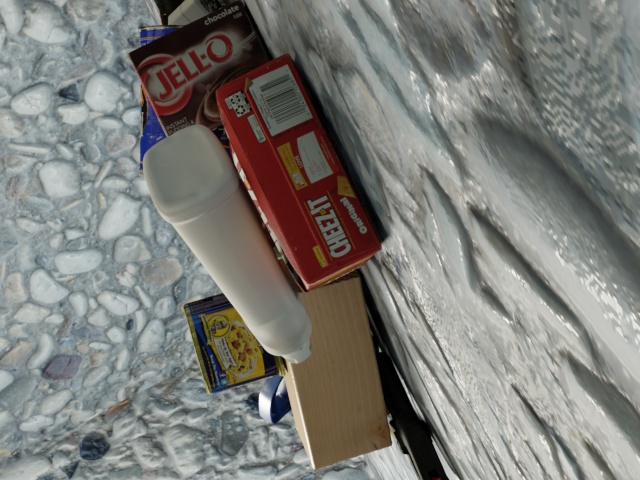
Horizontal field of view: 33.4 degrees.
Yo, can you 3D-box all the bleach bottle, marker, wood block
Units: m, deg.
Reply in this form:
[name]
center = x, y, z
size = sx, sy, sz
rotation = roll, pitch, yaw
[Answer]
[bleach bottle]
center = -0.062, 0.024, 0.900
size = 0.250, 0.068, 0.103
rotation = 62, 178, -41
[marker]
center = -0.111, -0.248, 1.083
size = 0.121, 0.020, 0.020
rotation = 58, 173, 47
[wood block]
center = 0.006, 0.121, 1.120
size = 0.090, 0.090, 0.206
rotation = -123, 19, -64

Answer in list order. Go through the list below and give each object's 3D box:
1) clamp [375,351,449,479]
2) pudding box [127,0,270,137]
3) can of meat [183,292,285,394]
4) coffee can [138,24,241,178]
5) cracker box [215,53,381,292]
[clamp]
center = 0.094, 0.198, 1.130
size = 0.120, 0.039, 0.171
rotation = 63, 176, -29
[pudding box]
center = -0.101, -0.147, 0.946
size = 0.090, 0.113, 0.039
rotation = 64, 179, -2
[can of meat]
center = -0.090, 0.102, 1.109
size = 0.057, 0.084, 0.102
rotation = -143, 38, -76
[coffee can]
center = -0.122, -0.131, 1.022
size = 0.103, 0.102, 0.140
rotation = -142, 53, -79
[cracker box]
center = -0.021, -0.043, 0.883
size = 0.164, 0.072, 0.214
rotation = 64, 176, 3
